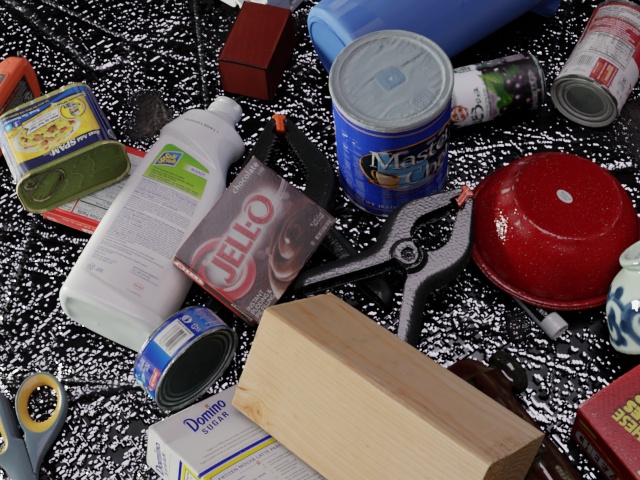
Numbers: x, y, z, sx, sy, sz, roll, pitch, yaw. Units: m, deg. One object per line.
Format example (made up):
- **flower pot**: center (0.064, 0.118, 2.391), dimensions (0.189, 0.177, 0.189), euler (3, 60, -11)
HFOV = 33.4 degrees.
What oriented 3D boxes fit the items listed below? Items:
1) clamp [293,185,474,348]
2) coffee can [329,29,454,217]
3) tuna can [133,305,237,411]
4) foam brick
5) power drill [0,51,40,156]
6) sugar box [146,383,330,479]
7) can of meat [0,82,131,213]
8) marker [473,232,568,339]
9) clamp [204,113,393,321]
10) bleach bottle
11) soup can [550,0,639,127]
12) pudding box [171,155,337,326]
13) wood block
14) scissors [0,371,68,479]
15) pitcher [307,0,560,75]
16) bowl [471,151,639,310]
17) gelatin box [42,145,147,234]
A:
- **clamp**: center (0.076, 0.028, 0.888), dimensions (0.171, 0.039, 0.120), euler (-39, 76, -9)
- **coffee can**: center (0.063, -0.099, 0.931), dimensions (0.103, 0.140, 0.103), euler (-2, 60, 3)
- **tuna can**: center (-0.110, 0.095, 0.868), dimensions (0.086, 0.086, 0.034), euler (-42, 64, -18)
- **foam brick**: center (-0.061, -0.186, 1.042), dimensions (0.051, 0.053, 0.078), euler (14, 62, 12)
- **power drill**: center (-0.385, -0.138, 1.040), dimensions (0.188, 0.057, 0.184), euler (18, 63, 14)
- **sugar box**: center (-0.042, 0.186, 0.800), dimensions (0.093, 0.048, 0.176), euler (-21, 41, -38)
- **can of meat**: center (-0.235, -0.085, 0.961), dimensions (0.102, 0.057, 0.084), euler (-25, 60, -11)
- **marker**: center (0.165, 0.036, 0.916), dimensions (0.020, 0.020, 0.121), euler (-34, 63, -14)
- **clamp**: center (-0.037, -0.016, 0.953), dimensions (0.164, 0.036, 0.210), euler (-12, 64, -3)
- **bleach bottle**: center (-0.129, -0.027, 0.952), dimensions (0.102, 0.068, 0.250), euler (25, 61, 4)
- **soup can**: center (0.265, -0.164, 0.993), dimensions (0.068, 0.068, 0.102), euler (25, 66, 18)
- **pudding box**: center (-0.056, 0.001, 0.892), dimensions (0.090, 0.039, 0.113), euler (38, 73, -4)
- **wood block**: center (0.046, 0.133, 0.793), dimensions (0.206, 0.091, 0.090), euler (32, 24, 30)
- **scissors**: center (-0.223, 0.188, 0.865), dimensions (0.096, 0.016, 0.202), euler (-34, 63, -14)
- **pitcher**: center (0.106, -0.244, 1.013), dimensions (0.242, 0.145, 0.149), euler (-35, 67, -11)
- **bowl**: center (0.205, -0.022, 0.912), dimensions (0.162, 0.055, 0.162), euler (1, 55, -2)
- **gelatin box**: center (-0.207, -0.050, 0.991), dimensions (0.073, 0.030, 0.089), euler (18, 64, 13)
